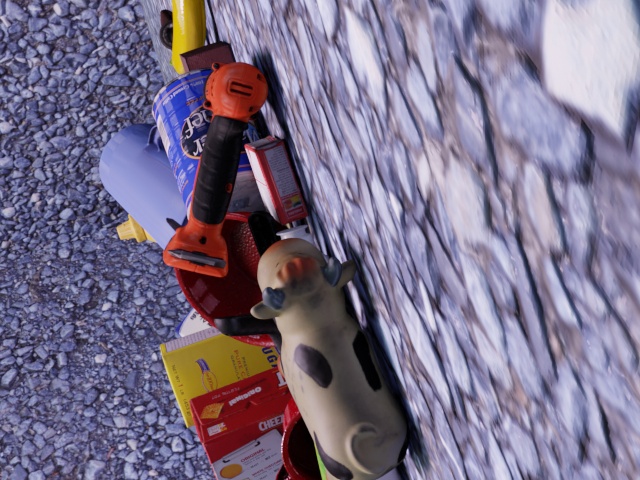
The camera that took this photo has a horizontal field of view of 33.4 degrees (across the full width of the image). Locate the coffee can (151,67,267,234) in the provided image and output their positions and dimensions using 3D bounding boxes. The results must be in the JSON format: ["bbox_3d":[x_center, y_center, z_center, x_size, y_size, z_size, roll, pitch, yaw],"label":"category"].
[{"bbox_3d":[-0.106,-0.092,1.100,0.103,0.102,0.140,85,165,-62],"label":"coffee can"}]

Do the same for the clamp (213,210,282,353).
[{"bbox_3d":[-0.030,0.052,0.977,0.171,0.039,0.120,37,-117,-50],"label":"clamp"}]

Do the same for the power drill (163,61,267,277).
[{"bbox_3d":[-0.095,-0.068,0.958,0.184,0.057,0.188,-143,66,-81],"label":"power drill"}]

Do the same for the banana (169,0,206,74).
[{"bbox_3d":[-0.159,-0.261,1.225,0.070,0.037,0.198,42,144,28],"label":"banana"}]

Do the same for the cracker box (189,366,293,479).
[{"bbox_3d":[-0.039,0.229,1.176,0.213,0.164,0.072,78,169,-44],"label":"cracker box"}]

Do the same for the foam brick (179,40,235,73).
[{"bbox_3d":[-0.121,-0.186,1.174,0.078,0.051,0.053,-133,24,-73],"label":"foam brick"}]

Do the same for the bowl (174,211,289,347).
[{"bbox_3d":[-0.065,0.028,1.073,0.055,0.162,0.162,-54,-43,-49],"label":"bowl"}]

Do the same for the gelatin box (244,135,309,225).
[{"bbox_3d":[-0.041,-0.057,0.991,0.089,0.030,0.073,-143,33,-77],"label":"gelatin box"}]

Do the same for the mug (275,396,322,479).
[{"bbox_3d":[-0.002,0.196,1.034,0.093,0.117,0.081,38,-176,-10],"label":"mug"}]

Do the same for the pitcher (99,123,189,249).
[{"bbox_3d":[-0.173,-0.064,1.300,0.144,0.149,0.243,25,-172,-45],"label":"pitcher"}]

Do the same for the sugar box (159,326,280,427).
[{"bbox_3d":[-0.080,0.133,1.186,0.048,0.176,0.093,-123,15,-72],"label":"sugar box"}]
